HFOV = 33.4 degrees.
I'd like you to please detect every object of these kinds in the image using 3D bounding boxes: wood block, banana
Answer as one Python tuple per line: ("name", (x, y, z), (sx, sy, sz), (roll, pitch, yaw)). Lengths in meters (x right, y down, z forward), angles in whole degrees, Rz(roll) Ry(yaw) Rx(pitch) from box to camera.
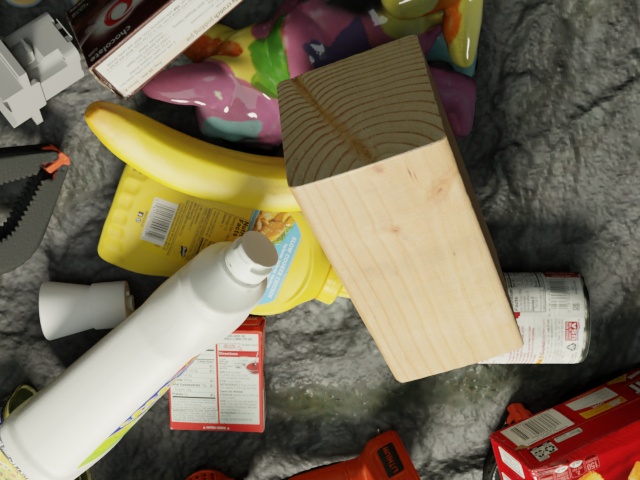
("wood block", (0.053, -0.010, 0.660), (0.090, 0.091, 0.206), (-18, 138, 11))
("banana", (-0.056, -0.052, 0.702), (0.197, 0.037, 0.070), (7, 132, -10))

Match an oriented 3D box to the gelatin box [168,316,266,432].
("gelatin box", (-0.079, 0.101, 0.818), (0.073, 0.030, 0.089), (1, 109, 2))

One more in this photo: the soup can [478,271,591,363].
("soup can", (0.138, 0.056, 0.776), (0.102, 0.068, 0.068), (0, 110, 1))

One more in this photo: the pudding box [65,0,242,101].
("pudding box", (-0.105, -0.154, 0.687), (0.113, 0.090, 0.039), (-41, 129, 7))

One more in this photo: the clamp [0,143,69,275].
("clamp", (-0.258, 0.012, 0.745), (0.209, 0.036, 0.164), (-35, 124, -17))

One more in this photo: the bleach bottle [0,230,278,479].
("bleach bottle", (-0.119, 0.077, 0.733), (0.068, 0.102, 0.251), (50, 125, 2))

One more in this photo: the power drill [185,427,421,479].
("power drill", (-0.015, 0.209, 0.784), (0.187, 0.184, 0.057), (-13, 109, -4))

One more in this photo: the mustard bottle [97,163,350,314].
("mustard bottle", (-0.055, 0.001, 0.766), (0.191, 0.058, 0.096), (21, 107, -6))
